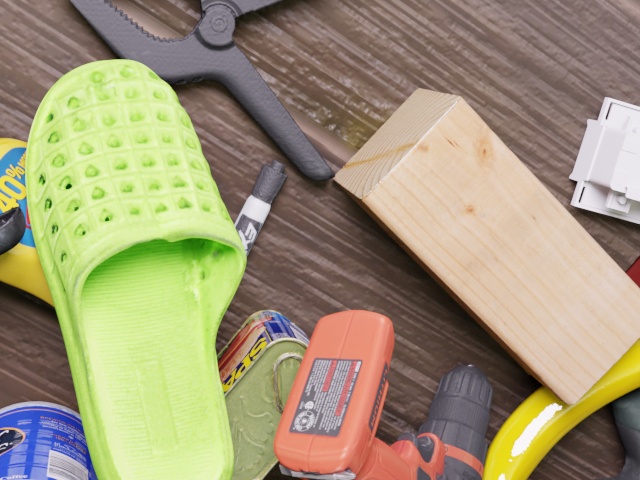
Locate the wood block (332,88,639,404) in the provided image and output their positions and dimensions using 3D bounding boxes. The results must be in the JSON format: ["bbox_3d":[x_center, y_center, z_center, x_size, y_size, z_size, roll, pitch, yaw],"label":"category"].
[{"bbox_3d":[0.117,0.003,0.721,0.206,0.091,0.090,44,91,-17],"label":"wood block"}]

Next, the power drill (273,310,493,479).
[{"bbox_3d":[0.053,0.126,0.686,0.187,0.057,0.184,52,45,-40],"label":"power drill"}]

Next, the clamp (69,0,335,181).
[{"bbox_3d":[-0.057,-0.147,0.681,0.209,0.036,0.164,21,99,-12],"label":"clamp"}]

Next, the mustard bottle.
[{"bbox_3d":[-0.173,-0.010,0.660,0.191,0.096,0.058,33,129,-15],"label":"mustard bottle"}]

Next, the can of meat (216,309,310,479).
[{"bbox_3d":[-0.043,0.101,0.713,0.057,0.084,0.102,40,92,-16],"label":"can of meat"}]

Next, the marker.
[{"bbox_3d":[-0.055,0.001,0.723,0.020,0.020,0.121,25,96,-15],"label":"marker"}]

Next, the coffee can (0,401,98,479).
[{"bbox_3d":[-0.183,0.173,0.670,0.102,0.140,0.103,-2,102,-11],"label":"coffee can"}]

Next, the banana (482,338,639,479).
[{"bbox_3d":[0.178,0.125,0.754,0.198,0.070,0.037,-44,134,-3],"label":"banana"}]
